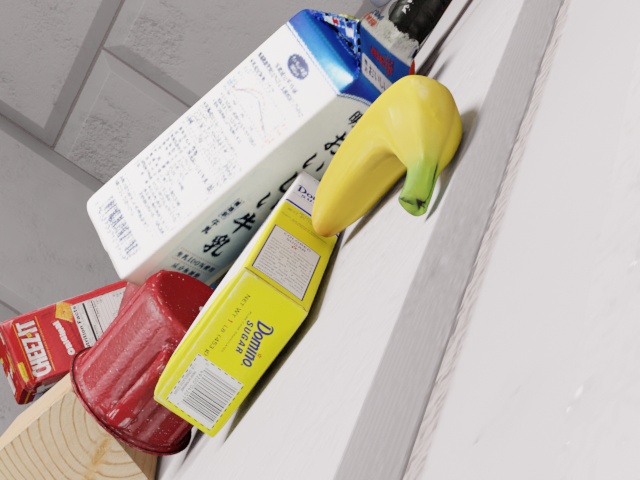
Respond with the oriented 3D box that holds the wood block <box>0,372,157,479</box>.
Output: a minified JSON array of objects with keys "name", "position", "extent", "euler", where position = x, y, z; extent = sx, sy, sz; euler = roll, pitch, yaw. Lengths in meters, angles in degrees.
[{"name":"wood block","position":[-0.183,0.157,0.805],"extent":[0.091,0.090,0.206],"euler":[-40,6,-5]}]

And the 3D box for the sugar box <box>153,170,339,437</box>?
[{"name":"sugar box","position":[-0.033,0.029,0.610],"extent":[0.093,0.048,0.176],"euler":[-53,3,22]}]

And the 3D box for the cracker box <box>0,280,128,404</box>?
[{"name":"cracker box","position":[-0.200,0.088,1.041],"extent":[0.213,0.072,0.164],"euler":[-20,-7,-20]}]

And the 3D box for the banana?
[{"name":"banana","position":[0.029,-0.040,0.507],"extent":[0.069,0.037,0.198],"euler":[-55,5,-8]}]

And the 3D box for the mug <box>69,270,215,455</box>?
[{"name":"mug","position":[-0.098,0.076,0.658],"extent":[0.082,0.093,0.117],"euler":[-49,1,18]}]
